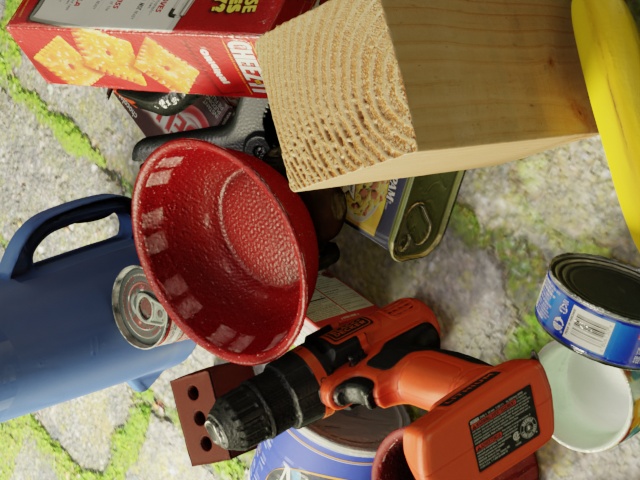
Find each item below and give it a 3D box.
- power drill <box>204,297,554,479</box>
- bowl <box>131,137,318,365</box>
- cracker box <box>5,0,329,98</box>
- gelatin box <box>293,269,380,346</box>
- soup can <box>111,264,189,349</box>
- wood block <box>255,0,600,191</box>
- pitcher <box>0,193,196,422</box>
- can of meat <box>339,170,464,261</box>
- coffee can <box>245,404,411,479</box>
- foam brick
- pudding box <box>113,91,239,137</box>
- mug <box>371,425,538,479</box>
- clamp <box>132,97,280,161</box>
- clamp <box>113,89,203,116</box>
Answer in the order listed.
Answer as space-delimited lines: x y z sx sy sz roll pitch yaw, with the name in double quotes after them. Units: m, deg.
0.039 0.101 0.679 0.188 0.184 0.057 18 130 56 "power drill"
-0.055 0.001 0.725 0.162 0.055 0.162 21 123 34 "bowl"
-0.092 -0.185 0.760 0.214 0.072 0.164 8 60 26 "cracker box"
-0.010 0.049 0.810 0.089 0.073 0.030 34 118 33 "gelatin box"
-0.111 0.047 0.881 0.069 0.102 0.068 9 103 41 "soup can"
0.073 -0.089 0.622 0.091 0.205 0.090 -17 86 42 "wood block"
-0.225 0.065 0.892 0.145 0.242 0.149 -45 74 34 "pitcher"
0.049 -0.049 0.752 0.084 0.057 0.102 33 118 35 "can of meat"
-0.003 0.178 0.806 0.103 0.102 0.140 36 120 32 "coffee can"
-0.085 0.145 0.909 0.053 0.051 0.078 -20 84 42 "foam brick"
-0.117 -0.119 0.900 0.113 0.039 0.090 53 126 22 "pudding box"
0.088 0.168 0.736 0.117 0.081 0.093 -41 70 38 "mug"
-0.049 -0.076 0.828 0.164 0.036 0.210 40 122 4 "clamp"
-0.087 -0.150 0.823 0.172 0.039 0.120 -9 51 34 "clamp"
